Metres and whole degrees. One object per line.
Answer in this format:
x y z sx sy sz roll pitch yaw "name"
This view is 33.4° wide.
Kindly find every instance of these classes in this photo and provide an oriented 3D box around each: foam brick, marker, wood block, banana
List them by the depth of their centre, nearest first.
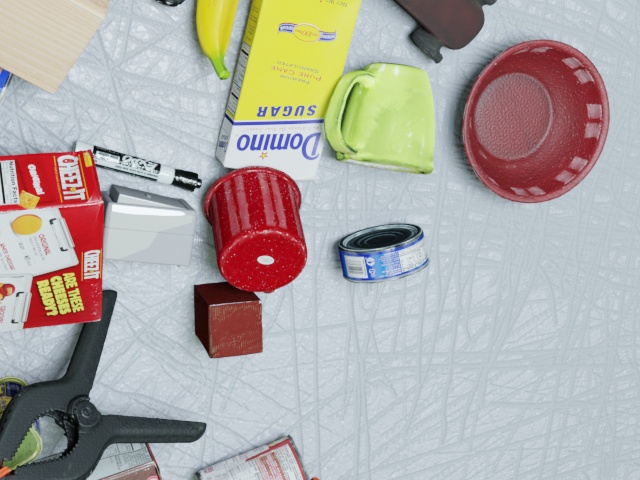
-0.275 -0.216 0.833 0.205 0.090 0.091 27 125 -24 "wood block"
-0.069 -0.242 0.938 0.037 0.070 0.198 2 111 -56 "banana"
-0.166 -0.067 0.977 0.121 0.020 0.020 14 98 -21 "marker"
-0.087 0.073 1.005 0.051 0.078 0.053 -4 104 -16 "foam brick"

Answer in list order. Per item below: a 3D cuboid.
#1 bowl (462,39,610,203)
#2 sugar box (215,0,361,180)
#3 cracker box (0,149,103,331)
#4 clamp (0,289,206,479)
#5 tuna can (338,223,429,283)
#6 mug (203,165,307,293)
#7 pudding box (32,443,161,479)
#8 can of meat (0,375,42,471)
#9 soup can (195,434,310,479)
0.205 -0.120 1.065 0.162 0.055 0.162 -4 104 -17 "bowl"
-0.031 -0.147 0.979 0.093 0.048 0.176 8 105 -20 "sugar box"
-0.292 0.007 0.887 0.213 0.072 0.164 -6 142 -17 "cracker box"
-0.214 0.144 0.938 0.209 0.036 0.164 -26 85 -43 "clamp"
0.061 0.012 1.035 0.086 0.086 0.034 -15 106 -14 "tuna can"
-0.056 0.001 0.983 0.093 0.081 0.117 -8 135 -5 "mug"
-0.209 0.221 0.995 0.113 0.090 0.039 -16 106 -13 "pudding box"
-0.301 0.178 0.958 0.102 0.084 0.057 -30 111 -9 "can of meat"
-0.066 0.243 1.059 0.102 0.069 0.068 -20 108 -12 "soup can"
